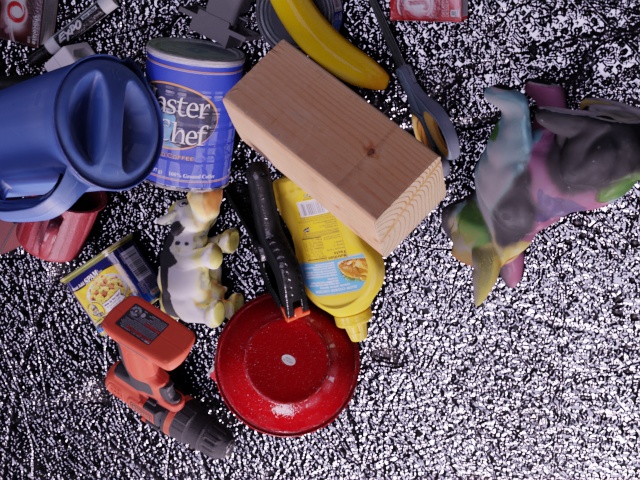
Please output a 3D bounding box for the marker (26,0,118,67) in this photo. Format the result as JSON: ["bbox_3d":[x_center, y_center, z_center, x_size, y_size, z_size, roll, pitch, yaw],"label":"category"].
[{"bbox_3d":[-0.276,-0.231,1.181,0.121,0.020,0.020,-35,91,9],"label":"marker"}]

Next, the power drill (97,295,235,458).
[{"bbox_3d":[-0.177,0.160,1.216,0.185,0.057,0.188,28,144,20],"label":"power drill"}]

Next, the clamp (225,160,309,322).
[{"bbox_3d":[-0.057,0.001,1.137,0.039,0.120,0.171,-17,95,-13],"label":"clamp"}]

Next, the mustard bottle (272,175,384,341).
[{"bbox_3d":[0.017,0.016,1.133,0.096,0.058,0.191,-10,102,26],"label":"mustard bottle"}]

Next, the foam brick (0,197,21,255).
[{"bbox_3d":[-0.393,-0.031,1.294,0.078,0.052,0.051,39,117,8],"label":"foam brick"}]

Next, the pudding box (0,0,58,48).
[{"bbox_3d":[-0.341,-0.282,1.201,0.090,0.039,0.113,17,113,16],"label":"pudding box"}]

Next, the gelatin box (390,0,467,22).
[{"bbox_3d":[0.104,-0.256,1.028,0.073,0.030,0.089,6,108,21],"label":"gelatin box"}]

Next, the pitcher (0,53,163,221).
[{"bbox_3d":[-0.291,-0.098,1.097,0.243,0.148,0.145,-5,99,41],"label":"pitcher"}]

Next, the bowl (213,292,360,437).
[{"bbox_3d":[-0.036,0.131,1.150,0.162,0.055,0.162,0,82,-1],"label":"bowl"}]

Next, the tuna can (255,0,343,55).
[{"bbox_3d":[-0.021,-0.232,1.086,0.086,0.033,0.086,7,109,21],"label":"tuna can"}]

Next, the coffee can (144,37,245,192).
[{"bbox_3d":[-0.138,-0.134,1.127,0.103,0.102,0.140,16,112,17],"label":"coffee can"}]

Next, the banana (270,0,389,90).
[{"bbox_3d":[-0.006,-0.223,1.041,0.070,0.037,0.198,-26,95,29],"label":"banana"}]

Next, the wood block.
[{"bbox_3d":[0.013,-0.091,1.041,0.206,0.090,0.090,40,79,23],"label":"wood block"}]

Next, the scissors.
[{"bbox_3d":[0.092,-0.155,1.042,0.016,0.096,0.202,-23,100,-12],"label":"scissors"}]

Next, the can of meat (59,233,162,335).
[{"bbox_3d":[-0.241,0.053,1.255,0.102,0.057,0.084,-31,95,28],"label":"can of meat"}]

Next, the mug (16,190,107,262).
[{"bbox_3d":[-0.303,-0.022,1.228,0.093,0.117,0.082,19,121,-15],"label":"mug"}]
